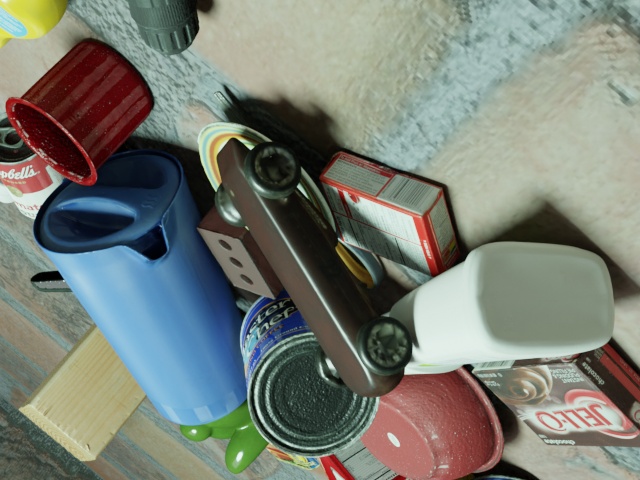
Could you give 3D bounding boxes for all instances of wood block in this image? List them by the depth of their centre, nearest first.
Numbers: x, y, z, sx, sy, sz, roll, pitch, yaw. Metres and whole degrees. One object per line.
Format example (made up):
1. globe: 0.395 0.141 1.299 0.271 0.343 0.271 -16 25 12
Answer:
1. wood block: -0.218 0.129 1.157 0.091 0.206 0.090 43 156 -9

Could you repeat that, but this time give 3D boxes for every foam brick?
1. foam brick: -0.056 0.001 0.890 0.053 0.051 0.078 17 148 40

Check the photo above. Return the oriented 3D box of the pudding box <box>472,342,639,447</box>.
1. pudding box: 0.177 0.106 0.759 0.090 0.039 0.114 45 156 -15

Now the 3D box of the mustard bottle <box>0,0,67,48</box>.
1. mustard bottle: -0.243 -0.194 0.804 0.192 0.058 0.096 4 140 53

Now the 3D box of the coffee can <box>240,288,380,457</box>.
1. coffee can: -0.012 0.102 0.875 0.102 0.103 0.140 45 -175 -14

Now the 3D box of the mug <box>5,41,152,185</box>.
1. mug: -0.190 -0.099 0.868 0.093 0.081 0.117 32 155 16

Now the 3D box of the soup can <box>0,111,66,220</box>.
1. soup can: -0.289 -0.074 1.071 0.069 0.068 0.102 29 155 22

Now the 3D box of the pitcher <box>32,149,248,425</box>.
1. pitcher: -0.147 0.045 0.951 0.145 0.149 0.243 -8 130 17

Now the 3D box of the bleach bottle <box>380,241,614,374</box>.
1. bleach bottle: 0.090 0.059 0.737 0.102 0.068 0.251 2 167 -20

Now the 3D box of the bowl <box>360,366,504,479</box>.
1. bowl: 0.077 0.156 0.928 0.162 0.055 0.162 31 143 26

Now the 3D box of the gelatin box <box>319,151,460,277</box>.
1. gelatin box: 0.048 -0.018 0.737 0.089 0.030 0.073 23 153 32

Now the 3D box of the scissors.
1. scissors: -0.029 -0.033 0.837 0.201 0.016 0.096 46 155 -15
